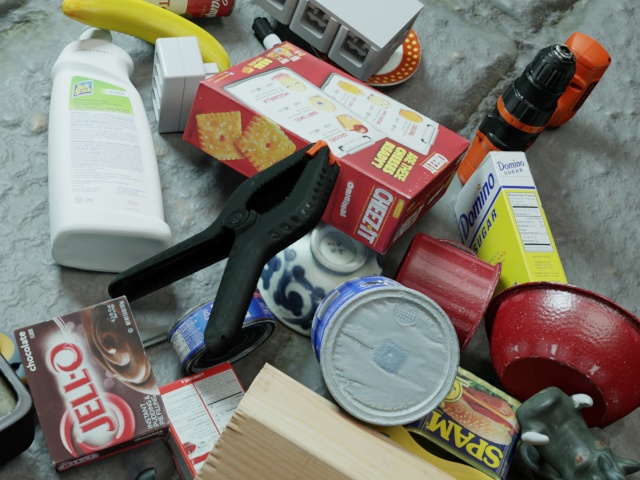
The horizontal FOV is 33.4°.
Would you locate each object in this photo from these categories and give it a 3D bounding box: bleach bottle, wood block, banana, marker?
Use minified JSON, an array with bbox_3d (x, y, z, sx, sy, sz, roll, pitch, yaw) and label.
[{"bbox_3d":[-0.191,-0.093,0.955,0.102,0.068,0.251,6,54,-21],"label":"bleach bottle"},{"bbox_3d":[0.018,0.190,0.768,0.206,0.091,0.090,32,16,2],"label":"wood block"},{"bbox_3d":[-0.158,-0.200,1.021,0.197,0.037,0.070,20,25,-34],"label":"banana"},{"bbox_3d":[-0.037,-0.183,1.096,0.020,0.020,0.121,-19,67,-30],"label":"marker"}]

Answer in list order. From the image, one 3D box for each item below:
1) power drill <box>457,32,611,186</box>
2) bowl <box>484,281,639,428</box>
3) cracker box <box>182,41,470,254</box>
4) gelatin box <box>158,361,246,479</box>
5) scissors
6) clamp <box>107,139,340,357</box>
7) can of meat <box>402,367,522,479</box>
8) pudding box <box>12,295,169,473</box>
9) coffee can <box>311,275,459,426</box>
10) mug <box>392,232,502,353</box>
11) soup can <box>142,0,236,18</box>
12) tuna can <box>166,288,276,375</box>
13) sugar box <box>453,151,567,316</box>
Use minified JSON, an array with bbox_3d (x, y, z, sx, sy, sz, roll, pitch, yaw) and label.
[{"bbox_3d":[0.226,-0.146,1.080,0.057,0.185,0.187,43,45,10],"label":"power drill"},{"bbox_3d":[0.206,0.110,0.906,0.162,0.162,0.055,33,54,2],"label":"bowl"},{"bbox_3d":[0.008,-0.090,0.977,0.214,0.072,0.164,31,33,13],"label":"cracker box"},{"bbox_3d":[-0.088,0.150,0.852,0.073,0.030,0.089,-19,67,-31],"label":"gelatin box"},{"bbox_3d":[-0.213,0.083,0.857,0.201,0.016,0.096,-32,74,-34],"label":"scissors"},{"bbox_3d":[-0.055,0.001,0.836,0.210,0.036,0.165,-41,36,-14],"label":"clamp"},{"bbox_3d":[0.118,0.162,0.904,0.102,0.058,0.083,31,50,0],"label":"can of meat"},{"bbox_3d":[-0.174,0.109,0.813,0.090,0.039,0.113,-17,67,-17],"label":"pudding box"},{"bbox_3d":[0.047,0.083,0.847,0.102,0.140,0.103,0,92,-3],"label":"coffee can"},{"bbox_3d":[0.110,0.037,0.966,0.081,0.093,0.117,25,43,3],"label":"mug"},{"bbox_3d":[-0.143,-0.258,1.076,0.102,0.069,0.068,-8,61,-24],"label":"soup can"},{"bbox_3d":[-0.080,0.074,0.870,0.086,0.086,0.034,-20,68,-30],"label":"tuna can"},{"bbox_3d":[0.178,0.013,1.002,0.048,0.093,0.176,-2,58,-22],"label":"sugar box"}]
